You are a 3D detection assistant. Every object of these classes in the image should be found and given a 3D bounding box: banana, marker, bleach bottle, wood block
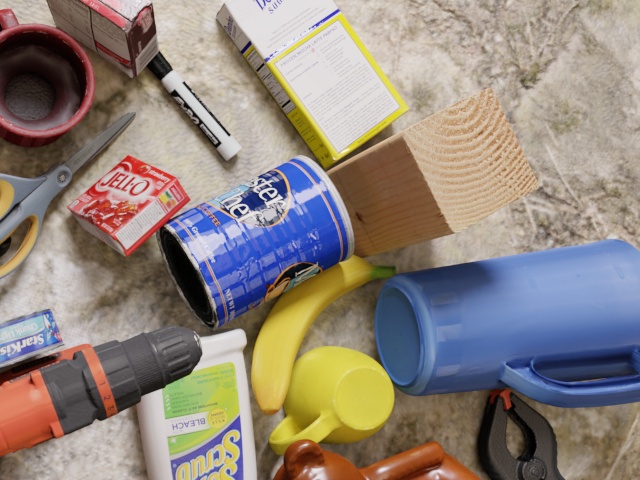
[{"bbox_3d":[-0.012,0.069,0.942,0.197,0.070,0.037,-47,141,-33],"label":"banana"},{"bbox_3d":[-0.116,-0.123,0.958,0.020,0.020,0.121,-43,98,-18],"label":"marker"},{"bbox_3d":[-0.093,0.207,0.908,0.102,0.068,0.251,-11,90,-20],"label":"bleach bottle"},{"bbox_3d":[0.084,-0.051,0.919,0.090,0.206,0.091,-28,93,-20],"label":"wood block"}]

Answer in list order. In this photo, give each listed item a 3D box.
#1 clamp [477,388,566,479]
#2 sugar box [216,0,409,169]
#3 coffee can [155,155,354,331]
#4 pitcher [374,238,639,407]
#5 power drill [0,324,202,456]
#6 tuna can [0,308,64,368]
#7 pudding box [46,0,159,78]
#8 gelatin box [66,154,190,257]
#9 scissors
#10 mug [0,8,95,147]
[{"bbox_3d":[0.189,0.229,1.014,0.120,0.039,0.171,-26,87,-24],"label":"clamp"},{"bbox_3d":[-0.007,-0.164,0.987,0.093,0.048,0.176,-37,93,-19],"label":"sugar box"},{"bbox_3d":[-0.056,0.001,0.920,0.140,0.103,0.103,-27,93,-19],"label":"coffee can"},{"bbox_3d":[0.181,0.079,0.961,0.242,0.149,0.145,-5,87,-23],"label":"pitcher"},{"bbox_3d":[-0.191,0.111,0.818,0.184,0.188,0.057,-19,89,-18],"label":"power drill"},{"bbox_3d":[-0.251,0.083,0.854,0.086,0.086,0.034,-19,89,-20],"label":"tuna can"},{"bbox_3d":[-0.182,-0.188,0.884,0.090,0.113,0.039,35,76,1],"label":"pudding box"},{"bbox_3d":[-0.162,-0.032,0.896,0.073,0.089,0.030,-43,128,-17],"label":"gelatin box"},{"bbox_3d":[-0.232,-0.059,0.880,0.201,0.016,0.096,-59,140,-21],"label":"scissors"},{"bbox_3d":[-0.243,-0.134,0.883,0.093,0.082,0.117,-25,93,-20],"label":"mug"}]
